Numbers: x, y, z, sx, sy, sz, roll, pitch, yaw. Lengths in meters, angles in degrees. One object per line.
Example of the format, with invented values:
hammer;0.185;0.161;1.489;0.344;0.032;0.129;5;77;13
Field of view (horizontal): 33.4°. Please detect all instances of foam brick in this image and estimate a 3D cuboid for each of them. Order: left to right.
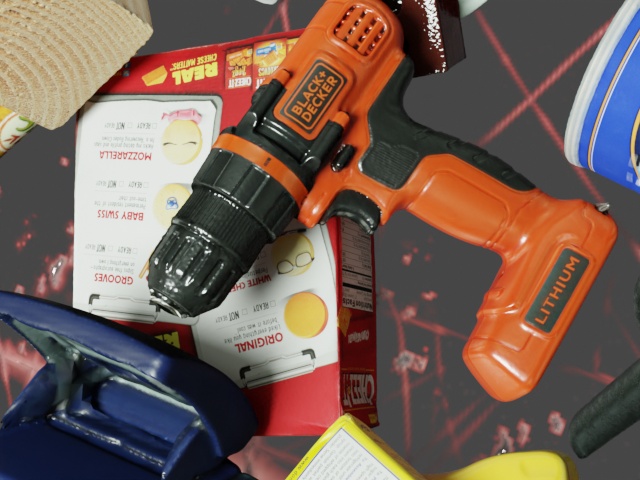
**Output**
foam brick;0.043;-0.128;0.573;0.053;0.051;0.078;-7;103;22

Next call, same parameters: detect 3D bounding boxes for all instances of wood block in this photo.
wood block;-0.169;-0.176;0.617;0.091;0.090;0.206;-39;46;24

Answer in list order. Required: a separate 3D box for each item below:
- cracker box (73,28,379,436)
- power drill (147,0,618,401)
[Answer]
cracker box;-0.054;0.001;0.599;0.164;0.072;0.214;-5;82;23
power drill;0.034;-0.004;0.512;0.187;0.057;0.184;35;76;-5
